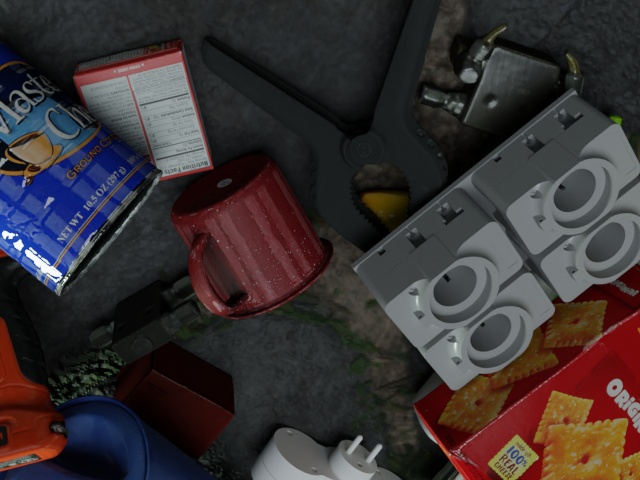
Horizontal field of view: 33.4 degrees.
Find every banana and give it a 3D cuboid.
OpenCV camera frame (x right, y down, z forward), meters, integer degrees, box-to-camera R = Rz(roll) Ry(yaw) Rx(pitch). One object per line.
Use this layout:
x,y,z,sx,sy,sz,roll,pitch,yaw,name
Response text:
0.127,-0.031,0.771,0.198,0.037,0.069,-18,99,2,banana

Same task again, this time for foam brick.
-0.111,0.118,0.814,0.078,0.051,0.053,34,109,-21,foam brick

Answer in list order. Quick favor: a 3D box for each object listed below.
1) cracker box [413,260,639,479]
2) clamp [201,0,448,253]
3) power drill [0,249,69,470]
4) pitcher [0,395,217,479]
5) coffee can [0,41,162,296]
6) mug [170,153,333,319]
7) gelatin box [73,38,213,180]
0.198,0.120,0.763,0.213,0.072,0.164,-36,122,0,cracker box
0.019,-0.068,0.718,0.165,0.036,0.210,-10,111,11,clamp
-0.251,0.064,0.708,0.184,0.057,0.188,-13,76,-6,power drill
-0.125,0.216,0.800,0.145,0.149,0.242,-9,145,25,pitcher
-0.185,-0.048,0.667,0.140,0.102,0.103,39,108,-4,coffee can
-0.055,0.001,0.725,0.093,0.117,0.081,-12,118,36,mug
-0.117,-0.083,0.718,0.073,0.030,0.089,-13,119,0,gelatin box
